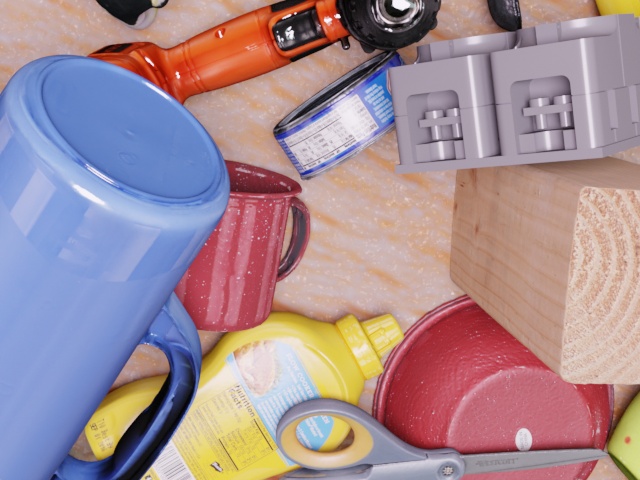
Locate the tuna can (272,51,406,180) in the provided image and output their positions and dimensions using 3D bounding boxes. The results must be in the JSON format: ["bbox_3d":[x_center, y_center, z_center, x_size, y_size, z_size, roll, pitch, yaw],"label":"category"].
[{"bbox_3d":[0.016,-0.072,0.603,0.086,0.086,0.033,-35,101,0],"label":"tuna can"}]

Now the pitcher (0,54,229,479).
[{"bbox_3d":[-0.138,0.037,0.520,0.145,0.149,0.243,52,122,20],"label":"pitcher"}]

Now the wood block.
[{"bbox_3d":[0.139,0.004,0.571,0.090,0.206,0.090,2,100,-8],"label":"wood block"}]

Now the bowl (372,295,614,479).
[{"bbox_3d":[0.116,0.114,0.666,0.162,0.055,0.162,-1,101,-7],"label":"bowl"}]

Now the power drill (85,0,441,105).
[{"bbox_3d":[-0.029,-0.101,0.553,0.188,0.184,0.057,-19,102,6],"label":"power drill"}]

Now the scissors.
[{"bbox_3d":[0.061,0.117,0.618,0.202,0.016,0.096,-17,115,2],"label":"scissors"}]

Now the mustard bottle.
[{"bbox_3d":[-0.037,0.097,0.641,0.191,0.058,0.096,-29,100,-1],"label":"mustard bottle"}]

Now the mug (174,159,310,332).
[{"bbox_3d":[-0.054,0.001,0.614,0.117,0.093,0.081,-3,109,-44],"label":"mug"}]
